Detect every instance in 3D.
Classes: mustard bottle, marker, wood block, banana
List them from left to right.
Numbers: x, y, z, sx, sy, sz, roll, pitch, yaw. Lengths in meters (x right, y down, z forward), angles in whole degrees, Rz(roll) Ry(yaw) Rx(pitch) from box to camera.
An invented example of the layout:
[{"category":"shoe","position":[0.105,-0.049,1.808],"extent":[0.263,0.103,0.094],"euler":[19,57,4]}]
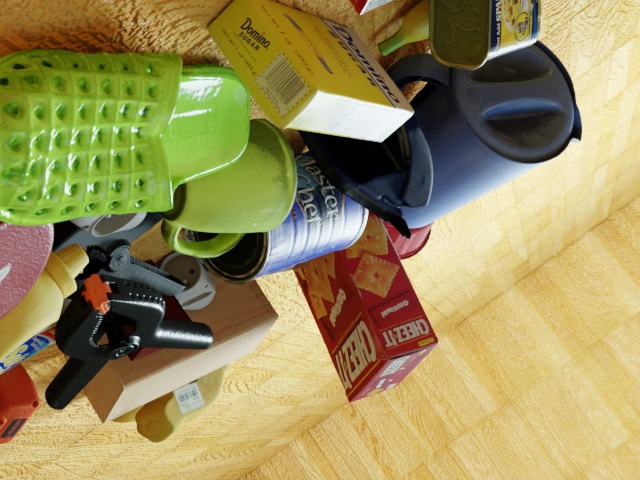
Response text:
[{"category":"mustard bottle","position":[-0.249,0.065,0.774],"extent":[0.191,0.058,0.096],"euler":[-40,-159,-23]},{"category":"wood block","position":[-0.161,0.105,1.166],"extent":[0.205,0.090,0.091],"euler":[-23,161,-37]},{"category":"marker","position":[-0.121,0.010,1.090],"extent":[0.020,0.020,0.121],"euler":[-33,166,-7]},{"category":"banana","position":[0.135,-0.207,0.944],"extent":[0.197,0.037,0.070],"euler":[-21,-179,-38]}]

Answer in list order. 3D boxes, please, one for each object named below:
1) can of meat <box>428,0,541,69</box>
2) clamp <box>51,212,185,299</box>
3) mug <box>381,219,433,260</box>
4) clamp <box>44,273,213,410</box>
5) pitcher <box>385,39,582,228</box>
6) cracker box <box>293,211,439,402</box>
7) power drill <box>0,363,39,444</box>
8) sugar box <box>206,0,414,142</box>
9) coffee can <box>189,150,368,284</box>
[{"category":"can of meat","position":[0.134,-0.196,0.856],"extent":[0.083,0.058,0.102],"euler":[-24,121,-43]},{"category":"clamp","position":[-0.172,0.014,0.894],"extent":[0.171,0.039,0.120],"euler":[-21,125,-34]},{"category":"mug","position":[0.100,-0.038,1.214],"extent":[0.117,0.093,0.081],"euler":[-22,165,-14]},{"category":"clamp","position":[-0.185,0.087,0.923],"extent":[0.164,0.036,0.210],"euler":[-26,158,-5]},{"category":"pitcher","position":[0.123,-0.101,1.049],"extent":[0.144,0.149,0.243],"euler":[-30,176,-29]},{"category":"cracker box","position":[0.035,0.054,1.187],"extent":[0.072,0.214,0.164],"euler":[-17,161,-20]},{"category":"power drill","position":[-0.365,0.174,1.008],"extent":[0.187,0.057,0.185],"euler":[-16,160,-44]},{"category":"sugar box","position":[-0.001,-0.124,0.787],"extent":[0.048,0.093,0.176],"euler":[-41,165,24]},{"category":"coffee can","position":[-0.038,-0.025,0.997],"extent":[0.140,0.103,0.103],"euler":[-18,158,-47]}]
